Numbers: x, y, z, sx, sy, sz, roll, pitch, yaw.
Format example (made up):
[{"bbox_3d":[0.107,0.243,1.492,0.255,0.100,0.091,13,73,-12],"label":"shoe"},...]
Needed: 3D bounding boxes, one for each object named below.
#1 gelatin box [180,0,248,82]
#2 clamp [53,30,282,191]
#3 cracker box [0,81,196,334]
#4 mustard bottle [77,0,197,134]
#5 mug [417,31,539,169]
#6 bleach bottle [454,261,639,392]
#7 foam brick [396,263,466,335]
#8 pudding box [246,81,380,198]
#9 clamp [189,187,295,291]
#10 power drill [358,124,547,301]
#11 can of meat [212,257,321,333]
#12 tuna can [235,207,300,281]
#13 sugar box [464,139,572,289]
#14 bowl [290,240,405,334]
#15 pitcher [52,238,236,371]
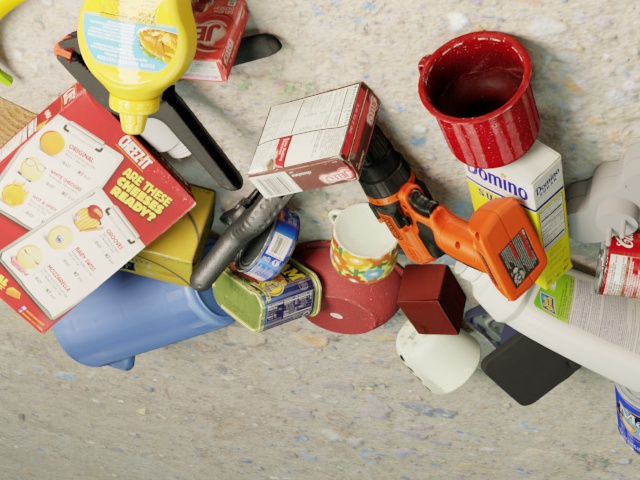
[{"bbox_3d":[-0.113,-0.175,0.915,0.089,0.073,0.030,6,149,15],"label":"gelatin box"},{"bbox_3d":[-0.141,-0.152,0.980,0.210,0.036,0.165,27,124,-1],"label":"clamp"},{"bbox_3d":[-0.261,-0.034,1.078,0.214,0.072,0.164,-40,117,4],"label":"cracker box"},{"bbox_3d":[-0.145,-0.177,0.849,0.096,0.058,0.192,11,114,9],"label":"mustard bottle"},{"bbox_3d":[0.128,-0.118,0.896,0.117,0.093,0.081,34,168,34],"label":"mug"},{"bbox_3d":[0.254,0.067,1.120,0.250,0.102,0.068,26,144,-15],"label":"bleach bottle"},{"bbox_3d":[0.128,0.068,1.225,0.053,0.051,0.078,-1,145,28],"label":"foam brick"},{"bbox_3d":[-0.007,-0.092,0.987,0.114,0.090,0.039,-8,141,35],"label":"pudding box"},{"bbox_3d":[-0.080,-0.015,1.126,0.039,0.120,0.172,30,143,-16],"label":"clamp"},{"bbox_3d":[0.114,-0.028,1.002,0.188,0.057,0.184,29,161,49],"label":"power drill"},{"bbox_3d":[-0.063,0.057,1.216,0.102,0.083,0.057,33,129,41],"label":"can of meat"},{"bbox_3d":[-0.058,0.001,1.167,0.033,0.086,0.086,27,148,-22],"label":"tuna can"},{"bbox_3d":[0.184,-0.035,0.998,0.093,0.048,0.176,39,166,35],"label":"sugar box"},{"bbox_3d":[0.027,0.066,1.265,0.162,0.055,0.162,12,150,7],"label":"bowl"},{"bbox_3d":[-0.215,0.065,1.318,0.243,0.145,0.149,-16,149,37],"label":"pitcher"}]
